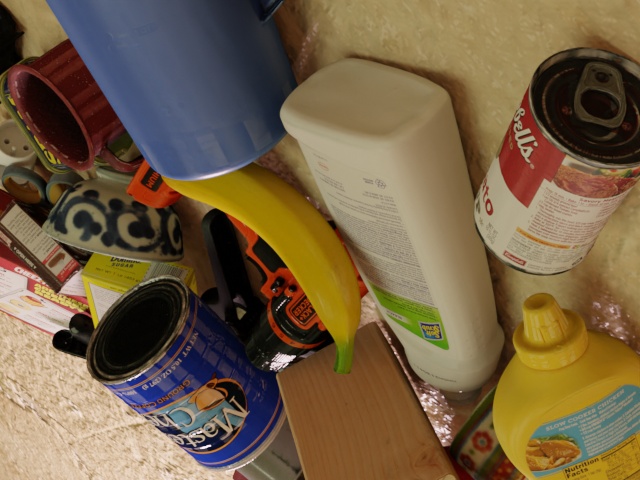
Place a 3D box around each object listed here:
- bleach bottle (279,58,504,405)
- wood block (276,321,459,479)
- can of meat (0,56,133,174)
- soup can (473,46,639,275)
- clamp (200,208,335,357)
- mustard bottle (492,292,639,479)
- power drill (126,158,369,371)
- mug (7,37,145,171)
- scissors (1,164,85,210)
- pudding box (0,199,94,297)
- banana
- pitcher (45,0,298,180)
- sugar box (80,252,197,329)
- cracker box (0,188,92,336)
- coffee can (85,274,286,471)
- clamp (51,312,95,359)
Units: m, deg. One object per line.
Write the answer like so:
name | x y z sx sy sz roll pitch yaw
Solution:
bleach bottle | 0.058 0.011 0.672 0.103 0.068 0.251 26 148 42
wood block | 0.041 0.154 0.742 0.090 0.091 0.206 61 -179 -25
can of meat | -0.211 -0.108 0.893 0.084 0.057 0.102 0 127 51
soup can | 0.120 -0.035 0.522 0.068 0.068 0.102 39 151 14
clamp | -0.054 0.075 0.928 0.164 0.036 0.210 43 150 9
mustard bottle | 0.154 0.110 0.630 0.058 0.096 0.191 -116 2 -61
power drill | -0.055 0.001 0.793 0.187 0.057 0.185 44 137 2
mug | -0.166 -0.105 0.809 0.117 0.081 0.093 47 152 1
scissors | -0.280 -0.027 1.094 0.096 0.016 0.202 18 153 -11
pudding box | -0.238 0.010 0.973 0.090 0.039 0.113 41 -176 9
banana | -0.033 -0.006 0.679 0.198 0.037 0.070 48 113 25
pitcher | -0.089 -0.158 0.608 0.149 0.145 0.242 32 154 49
sugar box | -0.156 0.082 0.972 0.093 0.048 0.176 16 144 12
cracker box | -0.310 0.029 1.132 0.164 0.072 0.214 28 156 -19
coffee can | -0.105 0.109 0.869 0.103 0.102 0.140 11 150 48
clamp | -0.201 0.124 1.125 0.171 0.039 0.120 22 164 -7
